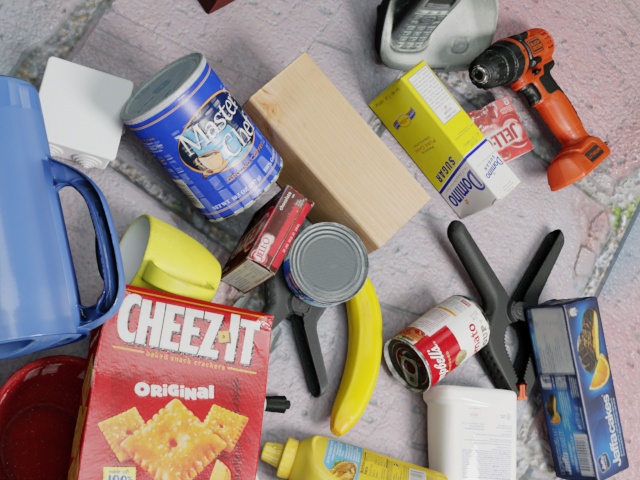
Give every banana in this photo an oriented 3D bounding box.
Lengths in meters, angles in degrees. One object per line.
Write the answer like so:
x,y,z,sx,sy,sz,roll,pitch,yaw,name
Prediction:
0.036,0.110,1.144,0.069,0.037,0.198,6,75,-30,banana

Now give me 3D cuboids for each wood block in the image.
0.008,-0.086,1.153,0.090,0.090,0.206,-43,94,-24,wood block

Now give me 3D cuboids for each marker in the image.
-0.089,0.166,1.095,0.121,0.020,0.020,6,76,-20,marker

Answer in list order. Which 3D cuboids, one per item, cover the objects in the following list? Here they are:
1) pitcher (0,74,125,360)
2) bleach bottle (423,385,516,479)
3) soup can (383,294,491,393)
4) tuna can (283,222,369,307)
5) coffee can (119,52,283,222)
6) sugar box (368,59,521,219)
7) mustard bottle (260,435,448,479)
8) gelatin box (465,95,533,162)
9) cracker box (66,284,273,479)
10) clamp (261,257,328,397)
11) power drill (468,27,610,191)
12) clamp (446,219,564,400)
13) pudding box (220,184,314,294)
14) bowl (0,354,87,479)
-0.277,-0.019,0.942,0.148,0.145,0.243,-2,79,-42,pitcher
0.158,0.284,1.140,0.102,0.068,0.251,7,77,-19,bleach bottle
0.128,0.111,1.159,0.102,0.069,0.068,-31,90,-31,soup can
0.005,0.026,1.109,0.086,0.034,0.086,3,77,-16,tuna can
-0.119,-0.103,1.078,0.102,0.103,0.140,-50,119,-23,coffee can
0.139,-0.110,1.207,0.048,0.093,0.176,-39,93,-24,sugar box
0.032,0.242,1.079,0.191,0.096,0.058,18,108,2,mustard bottle
0.200,-0.123,1.269,0.089,0.030,0.073,-24,87,-24,gelatin box
-0.137,0.160,0.979,0.164,0.072,0.213,13,68,-19,cracker box
-0.038,0.072,1.122,0.120,0.039,0.171,18,66,-35,clamp
0.258,-0.156,1.255,0.184,0.057,0.187,-32,94,-49,power drill
0.209,0.075,1.218,0.164,0.036,0.210,11,76,-27,clamp
-0.057,0.001,1.094,0.039,0.114,0.090,33,68,-8,pudding box
-0.245,0.191,0.995,0.161,0.055,0.162,16,62,-34,bowl
